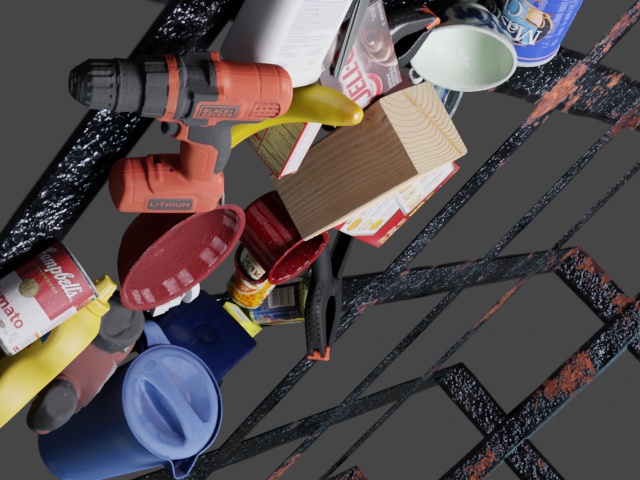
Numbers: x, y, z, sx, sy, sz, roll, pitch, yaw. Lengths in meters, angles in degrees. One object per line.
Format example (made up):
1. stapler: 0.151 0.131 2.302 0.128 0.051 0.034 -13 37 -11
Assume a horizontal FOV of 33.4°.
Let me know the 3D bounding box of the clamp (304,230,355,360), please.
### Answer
1. clamp: 0.004 0.055 1.452 0.164 0.036 0.210 36 60 -66

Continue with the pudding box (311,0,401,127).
1. pudding box: 0.027 -0.182 1.063 0.090 0.039 0.113 -36 137 -14

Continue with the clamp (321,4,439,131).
1. clamp: 0.050 -0.196 1.134 0.171 0.039 0.120 -44 160 1

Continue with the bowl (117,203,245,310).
1. bowl: -0.160 0.001 1.139 0.162 0.055 0.162 -36 161 -15

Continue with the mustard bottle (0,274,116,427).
1. mustard bottle: -0.283 0.105 1.083 0.191 0.096 0.058 -42 118 1

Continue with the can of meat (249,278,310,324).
1. can of meat: -0.045 0.089 1.510 0.084 0.057 0.102 -8 171 20

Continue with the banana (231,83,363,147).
1. banana: -0.047 -0.114 1.023 0.198 0.069 0.037 -19 175 32

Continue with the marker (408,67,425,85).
1. marker: 0.125 -0.185 1.333 0.020 0.020 0.121 -40 161 -2

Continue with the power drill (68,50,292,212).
1. power drill: -0.133 -0.091 0.924 0.184 0.057 0.188 1 153 -20

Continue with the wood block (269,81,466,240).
1. wood block: 0.048 -0.085 1.187 0.090 0.091 0.207 -26 178 -42

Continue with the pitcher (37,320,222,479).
1. pitcher: -0.239 0.207 1.277 0.243 0.145 0.149 -27 -151 44

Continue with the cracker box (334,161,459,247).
1. cracker box: 0.083 -0.082 1.404 0.164 0.072 0.213 -44 160 9

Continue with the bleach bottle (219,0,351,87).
1. bleach bottle: 0.007 -0.244 0.901 0.102 0.068 0.251 -19 149 -49

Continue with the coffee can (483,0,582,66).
1. coffee can: 0.247 -0.283 1.219 0.102 0.103 0.140 -31 159 -26

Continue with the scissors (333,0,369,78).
1. scissors: 0.036 -0.244 0.972 0.096 0.016 0.202 5 119 -55

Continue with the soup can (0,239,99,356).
1. soup can: -0.273 0.055 1.020 0.102 0.068 0.068 -35 161 -15

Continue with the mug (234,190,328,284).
1. mug: -0.059 0.002 1.297 0.117 0.081 0.093 -47 161 16

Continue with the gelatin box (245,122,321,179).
1. gelatin box: -0.040 -0.118 1.074 0.030 0.073 0.089 -25 156 -39

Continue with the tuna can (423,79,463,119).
1. tuna can: 0.150 -0.183 1.314 0.086 0.034 0.086 -56 161 -31
